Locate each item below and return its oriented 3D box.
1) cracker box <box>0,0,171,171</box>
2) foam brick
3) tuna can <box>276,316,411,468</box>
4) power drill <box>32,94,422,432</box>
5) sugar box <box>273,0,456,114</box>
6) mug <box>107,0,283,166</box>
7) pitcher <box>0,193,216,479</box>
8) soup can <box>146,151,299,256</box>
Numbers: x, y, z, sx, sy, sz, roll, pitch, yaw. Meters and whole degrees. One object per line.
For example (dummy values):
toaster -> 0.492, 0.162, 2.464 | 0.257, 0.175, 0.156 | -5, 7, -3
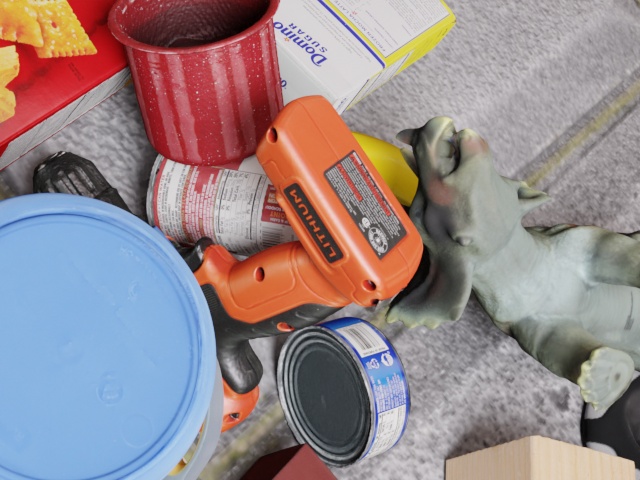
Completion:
cracker box -> -0.183, -0.144, 0.611 | 0.164, 0.072, 0.213 | 51, 51, -6
foam brick -> -0.013, 0.163, 0.604 | 0.078, 0.053, 0.051 | 51, 51, -4
tuna can -> 0.013, 0.089, 0.633 | 0.033, 0.086, 0.086 | -12, 77, -39
power drill -> -0.054, 0.001, 0.564 | 0.184, 0.188, 0.057 | 54, 39, -6
sugar box -> 0.016, -0.147, 0.746 | 0.093, 0.048, 0.175 | 46, 46, 5
mug -> -0.065, -0.103, 0.604 | 0.093, 0.081, 0.117 | -6, 41, 1
pitcher -> -0.128, 0.053, 0.448 | 0.144, 0.243, 0.149 | 9, 74, -26
soup can -> -0.041, -0.022, 0.623 | 0.102, 0.068, 0.068 | 11, 53, 20
